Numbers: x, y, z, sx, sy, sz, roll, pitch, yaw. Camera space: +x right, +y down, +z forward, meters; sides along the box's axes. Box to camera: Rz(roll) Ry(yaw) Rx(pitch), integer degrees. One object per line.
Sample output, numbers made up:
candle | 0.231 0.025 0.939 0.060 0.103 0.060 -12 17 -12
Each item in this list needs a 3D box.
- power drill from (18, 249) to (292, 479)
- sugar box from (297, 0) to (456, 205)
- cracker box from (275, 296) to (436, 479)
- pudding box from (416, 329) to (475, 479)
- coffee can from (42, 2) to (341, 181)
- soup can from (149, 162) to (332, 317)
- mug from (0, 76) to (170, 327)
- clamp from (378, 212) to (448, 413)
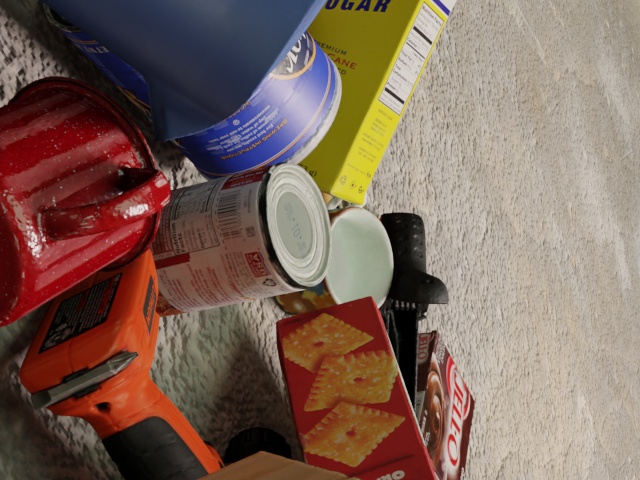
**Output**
power drill | -0.064 0.098 0.527 0.187 0.057 0.184 59 8 -20
sugar box | 0.018 -0.119 0.670 0.048 0.093 0.176 19 95 -57
cracker box | 0.032 0.157 0.593 0.214 0.072 0.164 -104 179 -61
pudding box | 0.085 0.141 0.834 0.090 0.039 0.113 59 34 -33
coffee can | -0.066 -0.109 0.583 0.140 0.103 0.102 47 41 -44
soup can | -0.054 0.001 0.565 0.068 0.102 0.068 31 53 -54
mug | -0.118 -0.014 0.445 0.081 0.117 0.093 -38 125 -54
clamp | 0.061 0.037 0.765 0.210 0.036 0.165 -89 -174 -48
